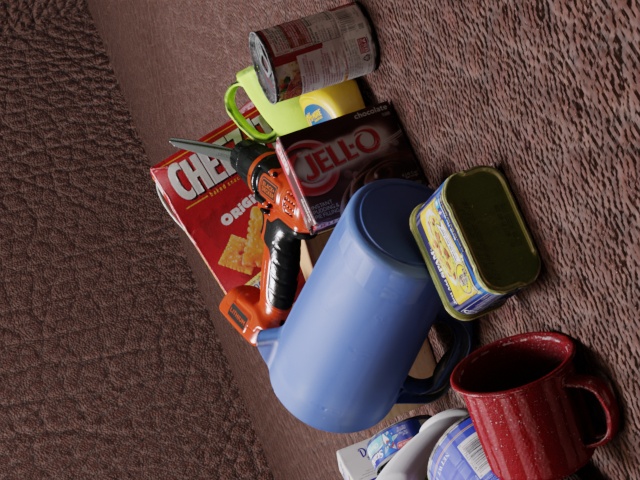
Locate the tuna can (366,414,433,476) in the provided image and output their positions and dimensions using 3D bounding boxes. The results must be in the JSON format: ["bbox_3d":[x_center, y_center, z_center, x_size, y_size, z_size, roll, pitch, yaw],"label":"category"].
[{"bbox_3d":[0.095,0.227,1.180,0.086,0.086,0.034,92,157,-60],"label":"tuna can"}]

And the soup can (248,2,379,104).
[{"bbox_3d":[-0.006,-0.171,0.971,0.068,0.102,0.068,161,90,-78],"label":"soup can"}]

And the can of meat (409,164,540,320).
[{"bbox_3d":[0.117,0.002,0.811,0.084,0.057,0.102,122,127,-72],"label":"can of meat"}]

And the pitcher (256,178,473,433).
[{"bbox_3d":[0.053,0.063,0.962,0.145,0.149,0.243,56,146,26],"label":"pitcher"}]

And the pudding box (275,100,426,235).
[{"bbox_3d":[0.026,-0.066,0.966,0.039,0.113,0.090,114,135,-70],"label":"pudding box"}]

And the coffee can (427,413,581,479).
[{"bbox_3d":[0.160,0.212,0.836,0.140,0.102,0.103,-127,21,-54],"label":"coffee can"}]

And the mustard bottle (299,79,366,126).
[{"bbox_3d":[0.024,-0.101,1.053,0.096,0.058,0.191,154,97,-77],"label":"mustard bottle"}]

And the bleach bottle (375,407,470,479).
[{"bbox_3d":[0.085,0.224,0.931,0.250,0.068,0.102,-11,-105,-62],"label":"bleach bottle"}]

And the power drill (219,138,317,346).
[{"bbox_3d":[-0.057,0.001,1.107,0.185,0.057,0.188,41,126,54],"label":"power drill"}]

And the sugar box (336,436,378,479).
[{"bbox_3d":[0.095,0.312,1.292,0.176,0.093,0.048,-124,19,-51],"label":"sugar box"}]

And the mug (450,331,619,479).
[{"bbox_3d":[0.160,0.122,0.769,0.117,0.093,0.081,-8,110,41],"label":"mug"}]

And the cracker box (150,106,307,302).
[{"bbox_3d":[-0.070,-0.030,1.218,0.214,0.164,0.072,58,173,0],"label":"cracker box"}]

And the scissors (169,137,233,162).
[{"bbox_3d":[-0.065,-0.068,1.176,0.016,0.202,0.096,-57,-35,-77],"label":"scissors"}]
